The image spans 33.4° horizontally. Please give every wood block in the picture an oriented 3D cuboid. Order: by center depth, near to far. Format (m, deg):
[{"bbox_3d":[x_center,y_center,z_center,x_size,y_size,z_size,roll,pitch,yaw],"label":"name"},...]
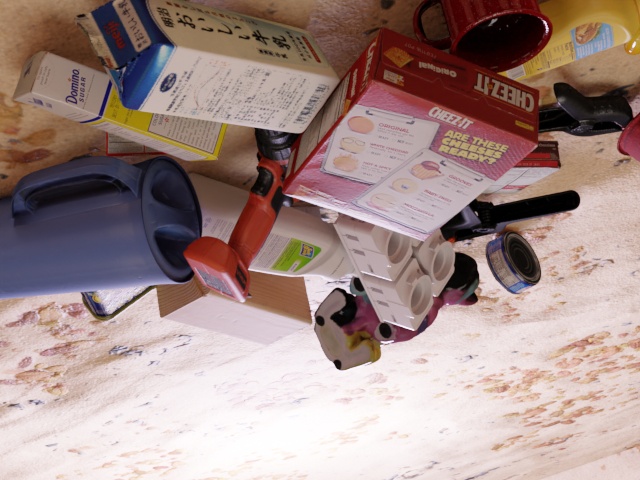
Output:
[{"bbox_3d":[-0.113,0.066,1.406,0.090,0.091,0.205,-28,150,29],"label":"wood block"}]

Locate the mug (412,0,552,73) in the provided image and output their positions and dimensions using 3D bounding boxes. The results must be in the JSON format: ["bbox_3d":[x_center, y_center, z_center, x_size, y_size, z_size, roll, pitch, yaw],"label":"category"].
[{"bbox_3d":[0.140,-0.205,0.958,0.117,0.081,0.093,-15,154,8],"label":"mug"}]

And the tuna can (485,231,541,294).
[{"bbox_3d":[0.271,0.031,1.495,0.086,0.086,0.034,15,142,-43],"label":"tuna can"}]

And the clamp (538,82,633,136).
[{"bbox_3d":[0.290,-0.144,1.189,0.171,0.039,0.120,-5,172,-22],"label":"clamp"}]

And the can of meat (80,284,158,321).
[{"bbox_3d":[-0.250,0.039,1.303,0.102,0.057,0.084,-36,156,-16],"label":"can of meat"}]

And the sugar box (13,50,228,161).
[{"bbox_3d":[-0.180,-0.120,0.965,0.176,0.048,0.093,21,174,-25],"label":"sugar box"}]

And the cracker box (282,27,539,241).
[{"bbox_3d":[0.080,-0.092,1.006,0.164,0.072,0.214,18,149,-16],"label":"cracker box"}]

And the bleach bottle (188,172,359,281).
[{"bbox_3d":[-0.058,0.002,1.256,0.250,0.068,0.103,18,133,-25],"label":"bleach bottle"}]

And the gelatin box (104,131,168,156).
[{"bbox_3d":[-0.179,-0.119,1.067,0.073,0.030,0.089,-4,154,-12],"label":"gelatin box"}]

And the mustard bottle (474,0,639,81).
[{"bbox_3d":[0.240,-0.204,1.027,0.192,0.058,0.096,-17,162,13],"label":"mustard bottle"}]

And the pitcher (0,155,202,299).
[{"bbox_3d":[-0.260,-0.011,1.128,0.243,0.149,0.144,-9,-171,19],"label":"pitcher"}]

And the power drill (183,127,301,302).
[{"bbox_3d":[-0.069,-0.042,1.112,0.057,0.187,0.184,24,161,20],"label":"power drill"}]

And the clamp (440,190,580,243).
[{"bbox_3d":[0.216,-0.031,1.344,0.164,0.036,0.210,0,168,-14],"label":"clamp"}]

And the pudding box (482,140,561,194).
[{"bbox_3d":[0.216,-0.086,1.260,0.089,0.039,0.114,0,165,-21],"label":"pudding box"}]
